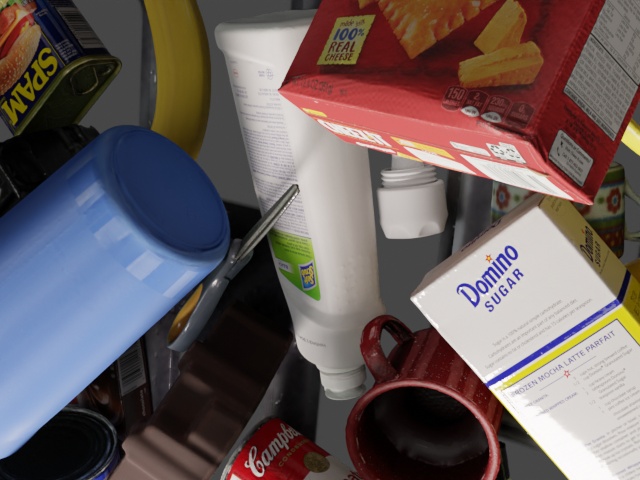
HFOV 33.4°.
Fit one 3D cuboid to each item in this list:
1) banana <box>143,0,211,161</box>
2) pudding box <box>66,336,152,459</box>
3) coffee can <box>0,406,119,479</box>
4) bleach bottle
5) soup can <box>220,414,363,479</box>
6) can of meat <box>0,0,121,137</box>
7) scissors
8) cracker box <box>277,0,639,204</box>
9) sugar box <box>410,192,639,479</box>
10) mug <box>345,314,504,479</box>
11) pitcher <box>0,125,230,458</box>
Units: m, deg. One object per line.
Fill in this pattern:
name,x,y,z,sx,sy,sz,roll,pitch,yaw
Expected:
banana,-0.110,-0.100,0.743,0.069,0.037,0.198,11,110,-12
pudding box,-0.181,0.121,0.852,0.090,0.039,0.113,4,105,30
coffee can,-0.197,0.213,0.810,0.103,0.102,0.140,14,122,28
bleach bottle,-0.005,-0.019,0.691,0.103,0.068,0.251,21,123,60
soup can,-0.011,0.178,0.747,0.102,0.068,0.069,31,116,21
can of meat,-0.210,-0.132,0.796,0.102,0.057,0.084,-43,76,31
scissors,-0.055,0.001,0.706,0.016,0.096,0.202,26,131,-14
cracker box,0.093,-0.140,0.522,0.164,0.072,0.213,20,83,44
sugar box,0.140,0.065,0.563,0.093,0.048,0.176,-39,91,31
mug,0.063,0.097,0.660,0.093,0.081,0.117,-33,100,28
pitcher,-0.172,0.030,0.715,0.243,0.144,0.149,-37,47,27
